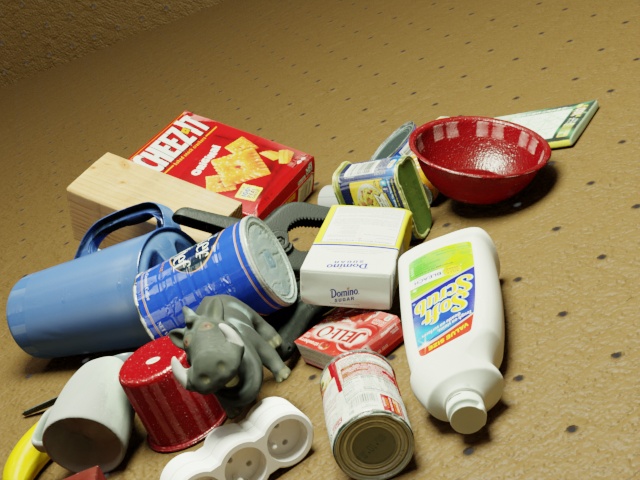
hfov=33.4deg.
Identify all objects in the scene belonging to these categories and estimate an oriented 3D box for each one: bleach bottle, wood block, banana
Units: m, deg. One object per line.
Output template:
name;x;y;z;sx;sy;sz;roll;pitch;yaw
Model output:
bleach bottle;0.125;0.081;0.952;0.103;0.068;0.251;-20;26;10
wood block;-0.208;-0.024;1.351;0.206;0.091;0.090;21;45;20
banana;-0.264;0.201;1.114;0.070;0.037;0.197;26;52;26

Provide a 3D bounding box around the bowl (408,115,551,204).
bowl;0.180;-0.086;1.223;0.162;0.055;0.162;1;30;-1

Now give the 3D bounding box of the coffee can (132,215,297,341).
coffee can;-0.110;0.050;1.120;0.140;0.102;0.102;-27;22;16

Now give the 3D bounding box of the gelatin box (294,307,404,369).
gelatin box;0.029;0.097;1.049;0.073;0.030;0.089;-36;25;-25

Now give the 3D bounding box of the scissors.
scissors;-0.258;0.156;1.167;0.202;0.016;0.096;-19;-18;9

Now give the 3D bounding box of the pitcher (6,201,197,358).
pitcher;-0.256;0.061;1.274;0.243;0.145;0.149;-13;28;32

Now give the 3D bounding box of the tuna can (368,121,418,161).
tuna can;0.102;-0.113;1.388;0.086;0.033;0.086;-44;14;13

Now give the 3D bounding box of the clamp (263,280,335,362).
clamp;-0.019;0.075;1.134;0.171;0.039;0.120;-38;26;-20

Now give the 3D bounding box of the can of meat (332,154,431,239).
can of meat;0.073;-0.045;1.224;0.084;0.102;0.057;-6;28;32

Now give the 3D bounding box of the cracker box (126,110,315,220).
cracker box;-0.137;-0.084;1.439;0.214;0.072;0.164;21;42;19

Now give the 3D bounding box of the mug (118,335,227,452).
mug;-0.150;0.143;1.060;0.093;0.081;0.117;-28;23;-8

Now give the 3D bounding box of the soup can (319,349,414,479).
soup can;0.038;0.145;0.891;0.068;0.068;0.102;-23;23;4

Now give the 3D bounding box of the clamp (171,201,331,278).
clamp;-0.058;0.002;1.233;0.209;0.164;0.036;-26;-14;-22

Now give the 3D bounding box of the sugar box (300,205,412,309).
sugar box;0.041;0.015;1.121;0.093;0.048;0.176;3;26;11
